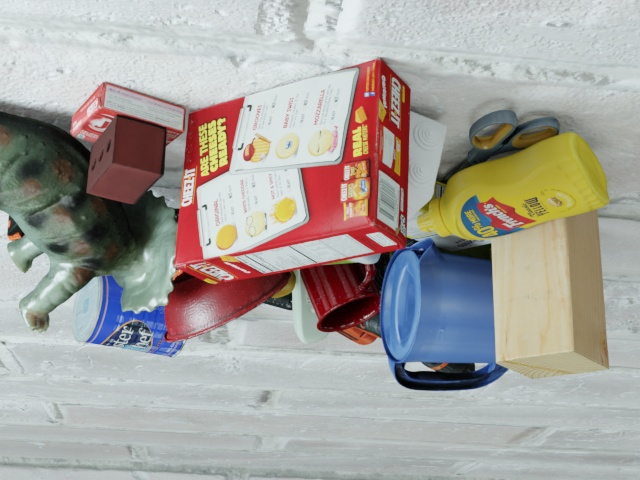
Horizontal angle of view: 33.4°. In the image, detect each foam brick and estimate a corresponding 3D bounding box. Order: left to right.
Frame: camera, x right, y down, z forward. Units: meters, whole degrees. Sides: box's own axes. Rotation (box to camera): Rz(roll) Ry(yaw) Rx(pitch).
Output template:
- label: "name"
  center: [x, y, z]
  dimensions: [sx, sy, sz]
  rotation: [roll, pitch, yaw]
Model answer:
- label: "foam brick"
  center: [-0.184, -0.076, 1.009]
  dimensions: [0.051, 0.053, 0.078]
  rotation: [12, 154, -26]

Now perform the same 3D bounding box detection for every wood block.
- label: "wood block"
  center: [0.241, 0.033, 1.133]
  dimensions: [0.090, 0.206, 0.090]
  rotation: [-13, 155, 34]

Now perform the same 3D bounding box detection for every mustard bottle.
- label: "mustard bottle"
  center: [0.185, -0.044, 1.078]
  dimensions: [0.192, 0.058, 0.096]
  rotation: [-18, 143, 29]

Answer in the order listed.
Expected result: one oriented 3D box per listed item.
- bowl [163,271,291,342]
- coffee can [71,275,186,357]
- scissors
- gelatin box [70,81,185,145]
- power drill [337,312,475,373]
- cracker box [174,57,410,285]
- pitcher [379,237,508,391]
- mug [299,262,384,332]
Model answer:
- label: "bowl"
  center: [-0.116, 0.052, 1.202]
  dimensions: [0.162, 0.055, 0.162]
  rotation: [-25, -170, 5]
- label: "coffee can"
  center: [-0.264, 0.103, 1.497]
  dimensions: [0.140, 0.103, 0.103]
  rotation: [14, 156, -29]
- label: "scissors"
  center: [0.180, -0.089, 1.085]
  dimensions: [0.096, 0.016, 0.202]
  rotation: [-3, 165, -2]
- label: "gelatin box"
  center: [-0.185, -0.114, 1.027]
  dimensions: [0.089, 0.030, 0.073]
  rotation: [14, 155, -30]
- label: "power drill"
  center: [0.109, 0.133, 1.497]
  dimensions: [0.188, 0.057, 0.184]
  rotation: [12, 161, 49]
- label: "cracker box"
  center: [-0.024, -0.058, 0.976]
  dimensions: [0.214, 0.164, 0.072]
  rotation: [-12, 153, 31]
- label: "pitcher"
  center: [0.196, 0.093, 1.243]
  dimensions: [0.242, 0.145, 0.149]
  rotation: [6, 156, -15]
- label: "mug"
  center: [0.029, 0.049, 1.304]
  dimensions: [0.093, 0.081, 0.117]
  rotation: [-7, 151, -32]
